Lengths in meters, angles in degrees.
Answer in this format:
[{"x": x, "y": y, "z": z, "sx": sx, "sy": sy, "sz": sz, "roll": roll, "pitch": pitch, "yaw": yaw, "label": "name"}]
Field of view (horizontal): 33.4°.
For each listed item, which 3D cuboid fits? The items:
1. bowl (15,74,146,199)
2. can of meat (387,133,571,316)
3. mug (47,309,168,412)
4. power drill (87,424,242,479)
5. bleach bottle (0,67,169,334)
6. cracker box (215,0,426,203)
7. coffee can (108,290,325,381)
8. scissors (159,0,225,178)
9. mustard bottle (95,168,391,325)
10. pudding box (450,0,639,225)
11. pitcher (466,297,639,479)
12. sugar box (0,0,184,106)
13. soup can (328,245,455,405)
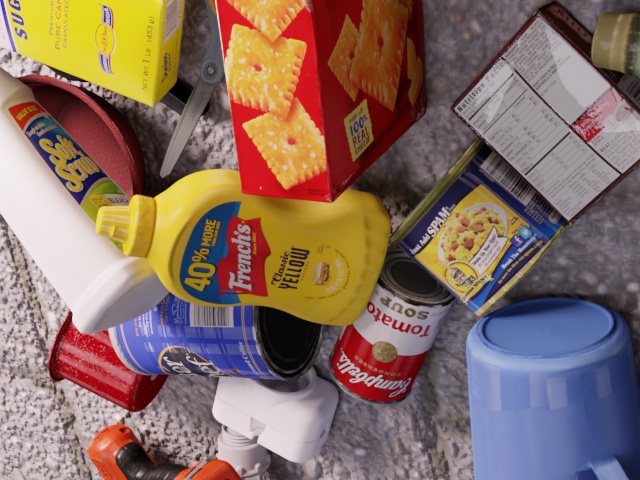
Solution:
[{"x": -0.199, "y": -0.065, "z": 0.874, "sx": 0.162, "sy": 0.055, "sz": 0.162, "roll": 13, "pitch": 120, "yaw": 24, "label": "bowl"}, {"x": 0.108, "y": -0.009, "z": 0.725, "sx": 0.084, "sy": 0.057, "sz": 0.102, "roll": 41, "pitch": 128, "yaw": 3, "label": "can of meat"}, {"x": -0.173, "y": 0.088, "z": 0.917, "sx": 0.081, "sy": 0.093, "sz": 0.117, "roll": 25, "pitch": 133, "yaw": 12, "label": "mug"}, {"x": -0.119, "y": 0.251, "z": 0.960, "sx": 0.188, "sy": 0.057, "sz": 0.184, "roll": -7, "pitch": 120, "yaw": 53, "label": "power drill"}, {"x": -0.209, "y": -0.050, "z": 0.778, "sx": 0.251, "sy": 0.102, "sz": 0.068, "roll": 48, "pitch": 111, "yaw": 10, "label": "bleach bottle"}, {"x": 0.006, "y": -0.152, "z": 0.643, "sx": 0.072, "sy": 0.164, "sz": 0.214, "roll": 8, "pitch": 118, "yaw": 25, "label": "cracker box"}, {"x": -0.081, "y": 0.057, "z": 0.839, "sx": 0.141, "sy": 0.102, "sz": 0.103, "roll": -2, "pitch": 113, "yaw": 30, "label": "coffee can"}, {"x": -0.058, "y": -0.125, "z": 0.767, "sx": 0.096, "sy": 0.016, "sz": 0.202, "roll": 19, "pitch": 113, "yaw": 14, "label": "scissors"}, {"x": -0.055, "y": 0.001, "z": 0.720, "sx": 0.191, "sy": 0.058, "sz": 0.096, "roll": 9, "pitch": 120, "yaw": -19, "label": "mustard bottle"}, {"x": 0.153, "y": -0.080, "z": 0.675, "sx": 0.113, "sy": 0.039, "sz": 0.090, "roll": 46, "pitch": 128, "yaw": 4, "label": "pudding box"}, {"x": 0.172, "y": 0.171, "z": 0.733, "sx": 0.149, "sy": 0.144, "sz": 0.243, "roll": 1, "pitch": 112, "yaw": 29, "label": "pitcher"}, {"x": -0.185, "y": -0.170, "z": 0.760, "sx": 0.176, "sy": 0.048, "sz": 0.093, "roll": 20, "pitch": 133, "yaw": 7, "label": "sugar box"}, {"x": 0.053, "y": 0.062, "z": 0.787, "sx": 0.068, "sy": 0.068, "sz": 0.102, "roll": 30, "pitch": 125, "yaw": 13, "label": "soup can"}]
